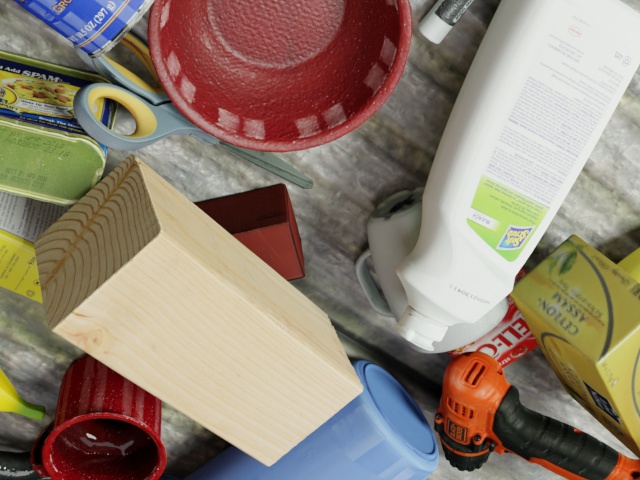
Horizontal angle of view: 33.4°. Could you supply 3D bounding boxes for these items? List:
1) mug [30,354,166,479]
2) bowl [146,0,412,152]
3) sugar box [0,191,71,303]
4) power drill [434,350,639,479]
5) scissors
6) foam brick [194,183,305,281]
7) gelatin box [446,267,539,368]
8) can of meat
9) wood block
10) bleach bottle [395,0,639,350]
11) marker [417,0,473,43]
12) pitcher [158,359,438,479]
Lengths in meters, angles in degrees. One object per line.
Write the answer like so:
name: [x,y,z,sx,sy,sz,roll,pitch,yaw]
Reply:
mug: [-0.176,0.147,0.839,0.117,0.081,0.093,-28,123,13]
bowl: [-0.026,-0.138,0.670,0.162,0.055,0.162,-3,125,-4]
sugar box: [-0.249,-0.032,0.700,0.176,0.093,0.048,24,119,-20]
power drill: [0.175,0.172,0.832,0.188,0.057,0.184,26,157,19]
scissors: [-0.084,-0.065,0.699,0.201,0.096,0.016,40,134,-25]
foam brick: [-0.055,0.001,0.766,0.078,0.053,0.051,-12,126,3]
gelatin box: [0.138,0.064,0.843,0.089,0.030,0.073,-35,122,18]
can of meat: [-0.184,-0.072,0.683,0.102,0.084,0.057,13,123,-14]
wood block: [-0.076,0.051,0.694,0.091,0.090,0.205,-40,130,10]
bleach bottle: [0.113,-0.047,0.692,0.102,0.068,0.251,24,99,-21]
marker: [0.106,-0.177,0.677,0.020,0.020,0.121,29,118,-23]
pitcher: [-0.021,0.216,0.865,0.243,0.145,0.149,-40,108,15]
